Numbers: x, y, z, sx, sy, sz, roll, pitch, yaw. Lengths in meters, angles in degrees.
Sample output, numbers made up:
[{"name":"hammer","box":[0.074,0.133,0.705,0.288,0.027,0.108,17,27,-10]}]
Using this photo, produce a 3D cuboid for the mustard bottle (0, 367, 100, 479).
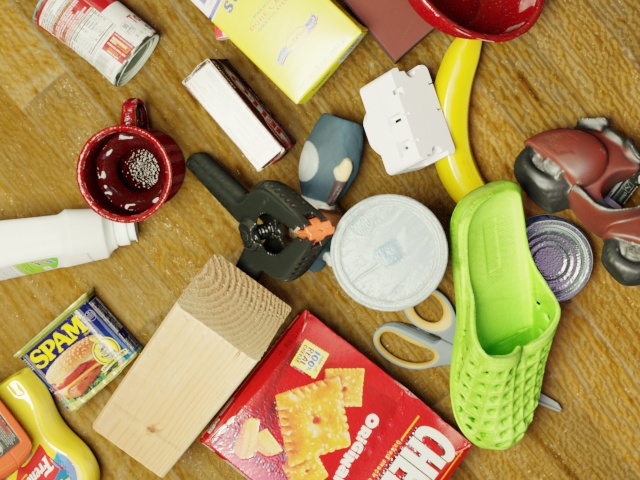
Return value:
[{"name":"mustard bottle","box":[-0.285,0.232,1.108,0.096,0.058,0.191,-32,96,18]}]

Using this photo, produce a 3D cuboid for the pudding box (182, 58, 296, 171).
[{"name":"pudding box","box":[-0.075,-0.121,1.020,0.039,0.090,0.113,-42,93,10]}]

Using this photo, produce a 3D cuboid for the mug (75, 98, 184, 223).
[{"name":"mug","box":[-0.180,-0.080,1.038,0.093,0.081,0.117,-1,98,7]}]

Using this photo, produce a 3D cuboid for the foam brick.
[{"name":"foam brick","box":[0.065,-0.214,1.012,0.051,0.053,0.078,-39,93,9]}]

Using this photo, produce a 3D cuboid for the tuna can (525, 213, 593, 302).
[{"name":"tuna can","box":[0.222,0.018,1.045,0.086,0.033,0.086,1,99,5]}]

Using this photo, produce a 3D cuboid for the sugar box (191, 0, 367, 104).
[{"name":"sugar box","box":[-0.050,-0.220,0.988,0.176,0.048,0.093,43,105,1]}]

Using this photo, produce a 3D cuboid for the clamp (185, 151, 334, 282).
[{"name":"clamp","box":[-0.057,0.001,1.004,0.036,0.210,0.164,-19,107,-33]}]

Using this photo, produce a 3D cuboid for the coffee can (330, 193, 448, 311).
[{"name":"coffee can","box":[0.066,0.012,0.995,0.103,0.140,0.103,0,89,6]}]

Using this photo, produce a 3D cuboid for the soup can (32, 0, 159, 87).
[{"name":"soup can","box":[-0.216,-0.205,1.029,0.102,0.068,0.068,38,100,-2]}]

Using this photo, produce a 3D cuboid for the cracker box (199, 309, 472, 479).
[{"name":"cracker box","box":[0.014,0.197,1.047,0.213,0.072,0.164,39,78,-1]}]

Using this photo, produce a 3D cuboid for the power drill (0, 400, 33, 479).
[{"name":"power drill","box":[-0.383,0.196,1.072,0.188,0.057,0.184,-30,100,43]}]

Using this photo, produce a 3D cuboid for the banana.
[{"name":"banana","box":[0.140,-0.106,1.032,0.069,0.037,0.198,-13,97,1]}]

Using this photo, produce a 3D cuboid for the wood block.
[{"name":"wood block","box":[-0.126,0.122,1.019,0.091,0.090,0.206,36,127,-3]}]

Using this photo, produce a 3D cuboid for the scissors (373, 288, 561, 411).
[{"name":"scissors","box":[0.155,0.105,1.074,0.202,0.016,0.096,13,100,2]}]

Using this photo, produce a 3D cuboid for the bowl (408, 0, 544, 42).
[{"name":"bowl","box":[0.126,-0.245,0.978,0.161,0.055,0.162,9,70,-26]}]

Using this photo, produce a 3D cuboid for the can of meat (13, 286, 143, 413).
[{"name":"can of meat","box":[-0.245,0.113,1.088,0.102,0.057,0.084,-40,96,9]}]

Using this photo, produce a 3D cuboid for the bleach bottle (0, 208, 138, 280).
[{"name":"bleach bottle","box":[-0.307,0.008,1.065,0.251,0.102,0.068,-9,83,-2]}]
